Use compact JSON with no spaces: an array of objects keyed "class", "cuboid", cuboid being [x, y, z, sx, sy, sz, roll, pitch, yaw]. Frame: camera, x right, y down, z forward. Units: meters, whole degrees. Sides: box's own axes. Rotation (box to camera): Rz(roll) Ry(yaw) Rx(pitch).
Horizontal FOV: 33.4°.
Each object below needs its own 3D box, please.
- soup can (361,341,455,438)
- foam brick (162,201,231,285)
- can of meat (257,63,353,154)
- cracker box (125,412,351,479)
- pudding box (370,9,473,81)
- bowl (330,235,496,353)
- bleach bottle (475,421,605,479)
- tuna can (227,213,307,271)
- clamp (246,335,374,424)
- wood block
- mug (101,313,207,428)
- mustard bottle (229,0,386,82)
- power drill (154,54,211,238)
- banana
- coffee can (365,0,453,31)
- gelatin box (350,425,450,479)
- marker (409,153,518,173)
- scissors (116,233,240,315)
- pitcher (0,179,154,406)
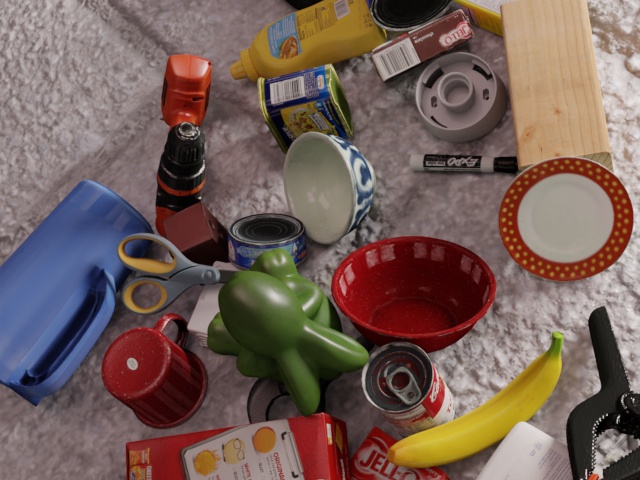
[{"class":"soup can","cuboid":[0.085,0.146,1.009,0.069,0.102,0.068,-9,61,16]},{"class":"foam brick","cuboid":[-0.132,0.004,1.182,0.051,0.078,0.053,-25,57,8]},{"class":"can of meat","cuboid":[-0.015,-0.149,1.205,0.084,0.102,0.057,-12,60,12]},{"class":"cracker box","cuboid":[-0.076,0.261,1.008,0.214,0.072,0.164,-12,71,20]},{"class":"pudding box","cuboid":[0.113,-0.217,1.198,0.113,0.090,0.039,-23,95,7]},{"class":"bowl","cuboid":[0.092,0.063,1.057,0.162,0.055,0.162,-2,35,1]},{"class":"bleach bottle","cuboid":[0.253,0.261,0.909,0.251,0.068,0.102,31,75,29]},{"class":"tuna can","cuboid":[-0.058,0.001,1.153,0.086,0.034,0.086,-1,25,0]},{"class":"clamp","cuboid":[-0.015,0.144,1.078,0.120,0.039,0.171,11,82,13]},{"class":"wood block","cuboid":[0.247,-0.149,1.110,0.090,0.090,0.206,-10,60,16]},{"class":"mug","cuboid":[-0.173,0.132,1.127,0.093,0.081,0.117,16,70,27]},{"class":"mustard bottle","cuboid":[-0.020,-0.236,1.273,0.192,0.058,0.096,-20,49,14]},{"class":"power drill","cuboid":[-0.156,-0.119,1.208,0.057,0.185,0.187,8,54,-10]},{"class":"banana","cuboid":[0.153,0.161,0.996,0.197,0.069,0.037,-36,26,-4]},{"class":"coffee can","cuboid":[0.085,-0.324,1.208,0.103,0.102,0.140,-22,62,9]},{"class":"gelatin box","cuboid":[0.067,0.230,1.015,0.089,0.030,0.073,31,77,31]},{"class":"marker","cuboid":[0.157,-0.083,1.152,0.121,0.020,0.020,3,65,23]},{"class":"scissors","cuboid":[-0.128,0.053,1.126,0.202,0.016,0.096,20,99,11]},{"class":"pitcher","cuboid":[-0.291,0.057,1.187,0.149,0.145,0.242,37,76,0]}]
